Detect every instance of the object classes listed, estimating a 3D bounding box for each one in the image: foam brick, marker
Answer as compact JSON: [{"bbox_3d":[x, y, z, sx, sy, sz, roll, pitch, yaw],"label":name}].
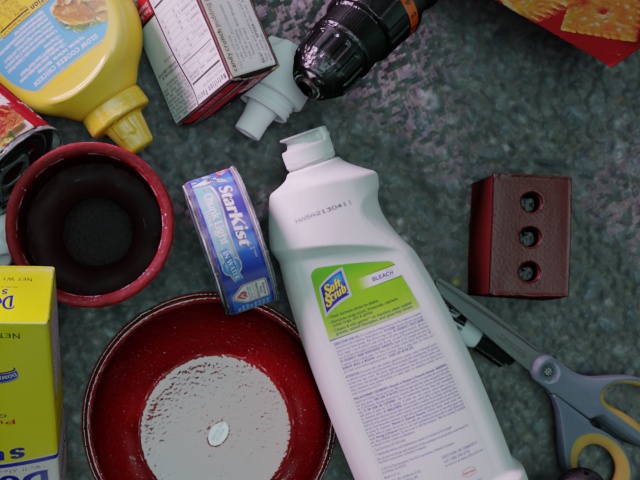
[{"bbox_3d":[0.127,-0.001,0.685,0.053,0.051,0.078,2,87,-8],"label":"foam brick"},{"bbox_3d":[0.075,0.047,0.692,0.121,0.020,0.020,30,83,-6],"label":"marker"}]

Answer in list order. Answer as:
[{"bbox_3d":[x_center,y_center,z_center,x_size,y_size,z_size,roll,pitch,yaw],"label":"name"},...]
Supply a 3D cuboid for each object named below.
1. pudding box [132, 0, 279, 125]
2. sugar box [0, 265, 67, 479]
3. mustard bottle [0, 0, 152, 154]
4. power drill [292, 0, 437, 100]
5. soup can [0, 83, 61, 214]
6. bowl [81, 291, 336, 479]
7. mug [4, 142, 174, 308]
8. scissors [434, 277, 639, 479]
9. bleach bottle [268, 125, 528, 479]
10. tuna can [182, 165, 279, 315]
[{"bbox_3d":[-0.077,-0.135,0.640,0.039,0.090,0.113,-25,91,-31],"label":"pudding box"},{"bbox_3d":[-0.188,0.088,0.581,0.093,0.176,0.048,1,43,-8],"label":"sugar box"},{"bbox_3d":[-0.164,-0.134,0.643,0.096,0.058,0.191,-35,93,11],"label":"mustard bottle"},{"bbox_3d":[-0.005,-0.198,0.656,0.187,0.057,0.184,44,64,-8],"label":"power drill"},{"bbox_3d":[-0.212,-0.070,0.622,0.102,0.068,0.068,40,82,8],"label":"soup can"},{"bbox_3d":[-0.065,0.112,0.650,0.162,0.055,0.162,0,87,-8],"label":"bowl"},{"bbox_3d":[-0.140,0.004,0.630,0.093,0.081,0.117,30,83,-6],"label":"mug"},{"bbox_3d":[0.143,0.104,0.687,0.201,0.016,0.096,23,89,-15],"label":"scissors"},{"bbox_3d":[0.039,0.050,0.650,0.102,0.068,0.251,-20,96,-8],"label":"bleach bottle"},{"bbox_3d":[-0.054,0.001,0.642,0.033,0.086,0.086,-19,90,-8],"label":"tuna can"}]
